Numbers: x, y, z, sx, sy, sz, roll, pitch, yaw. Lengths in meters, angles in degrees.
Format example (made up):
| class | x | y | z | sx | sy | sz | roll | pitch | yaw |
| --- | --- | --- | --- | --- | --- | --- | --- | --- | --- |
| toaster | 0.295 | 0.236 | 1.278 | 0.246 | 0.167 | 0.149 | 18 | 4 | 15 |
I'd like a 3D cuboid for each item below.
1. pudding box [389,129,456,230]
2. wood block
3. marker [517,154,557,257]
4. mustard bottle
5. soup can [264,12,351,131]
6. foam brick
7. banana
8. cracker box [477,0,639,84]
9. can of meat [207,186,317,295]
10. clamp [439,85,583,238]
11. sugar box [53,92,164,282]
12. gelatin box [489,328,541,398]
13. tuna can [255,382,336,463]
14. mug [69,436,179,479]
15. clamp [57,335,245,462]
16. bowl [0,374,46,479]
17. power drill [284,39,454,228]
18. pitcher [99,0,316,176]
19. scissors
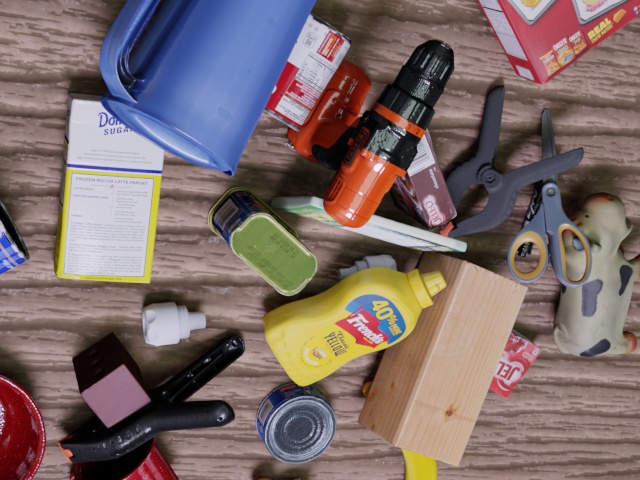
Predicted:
| class | x | y | z | sx | sy | sz | roll | pitch | yaw |
| --- | --- | --- | --- | --- | --- | --- | --- | --- | --- |
| pudding box | 0.090 | -0.075 | 1.093 | 0.039 | 0.090 | 0.113 | -26 | 114 | -11 |
| wood block | 0.131 | 0.125 | 1.157 | 0.090 | 0.090 | 0.206 | 23 | 88 | -25 |
| marker | 0.244 | -0.038 | 1.198 | 0.020 | 0.020 | 0.121 | 11 | 104 | -22 |
| mustard bottle | 0.042 | 0.079 | 1.122 | 0.192 | 0.058 | 0.096 | -26 | 126 | 7 |
| soup can | -0.023 | -0.166 | 1.035 | 0.068 | 0.069 | 0.102 | 29 | 97 | -25 |
| foam brick | -0.211 | 0.140 | 1.071 | 0.053 | 0.078 | 0.051 | -34 | 117 | -5 |
| banana | 0.098 | 0.243 | 1.236 | 0.069 | 0.037 | 0.198 | -17 | 113 | -13 |
| cracker box | 0.229 | -0.293 | 1.077 | 0.164 | 0.072 | 0.213 | -36 | 115 | -5 |
| can of meat | -0.057 | 0.001 | 1.072 | 0.057 | 0.084 | 0.102 | -47 | 116 | 1 |
| clamp | 0.180 | -0.078 | 1.140 | 0.171 | 0.039 | 0.120 | -42 | 72 | 11 |
| sugar box | -0.203 | -0.049 | 1.027 | 0.093 | 0.048 | 0.176 | 4 | 103 | -21 |
| gelatin box | 0.202 | 0.132 | 1.237 | 0.089 | 0.030 | 0.073 | 33 | 96 | -25 |
| tuna can | -0.026 | 0.203 | 1.181 | 0.086 | 0.034 | 0.086 | -6 | 110 | -17 |
| mug | -0.207 | 0.253 | 1.113 | 0.117 | 0.093 | 0.081 | -14 | 122 | 20 |
| clamp | -0.167 | 0.169 | 1.087 | 0.210 | 0.164 | 0.036 | -23 | 107 | 15 |
| bowl | -0.355 | 0.189 | 1.051 | 0.162 | 0.055 | 0.162 | -6 | 110 | -17 |
| power drill | 0.041 | -0.118 | 1.008 | 0.057 | 0.188 | 0.184 | 28 | 99 | -24 |
| pitcher | -0.087 | -0.192 | 0.943 | 0.145 | 0.149 | 0.243 | 28 | 82 | -6 |
| scissors | 0.230 | -0.039 | 1.146 | 0.096 | 0.016 | 0.202 | -18 | 71 | 6 |
